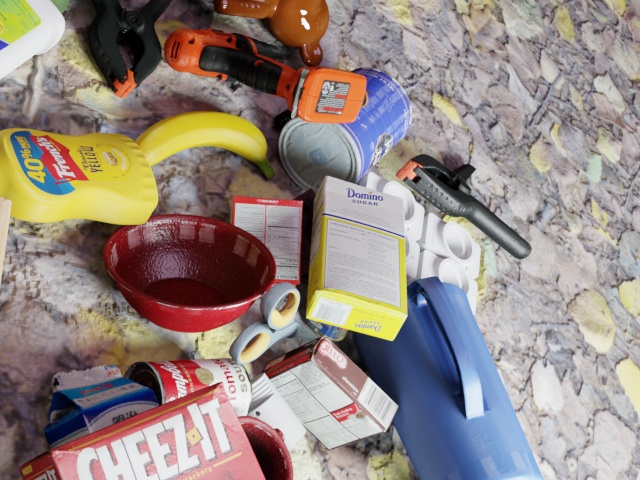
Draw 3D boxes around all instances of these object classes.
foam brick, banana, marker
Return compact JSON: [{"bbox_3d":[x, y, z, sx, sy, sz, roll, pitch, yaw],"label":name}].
[{"bbox_3d":[-0.019,-0.007,1.157,0.052,0.051,0.078,-36,94,-47],"label":"foam brick"},{"bbox_3d":[-0.123,-0.104,1.123,0.197,0.037,0.069,-1,68,-43],"label":"banana"},{"bbox_3d":[-0.018,-0.161,1.264,0.020,0.020,0.120,53,43,-7],"label":"marker"}]

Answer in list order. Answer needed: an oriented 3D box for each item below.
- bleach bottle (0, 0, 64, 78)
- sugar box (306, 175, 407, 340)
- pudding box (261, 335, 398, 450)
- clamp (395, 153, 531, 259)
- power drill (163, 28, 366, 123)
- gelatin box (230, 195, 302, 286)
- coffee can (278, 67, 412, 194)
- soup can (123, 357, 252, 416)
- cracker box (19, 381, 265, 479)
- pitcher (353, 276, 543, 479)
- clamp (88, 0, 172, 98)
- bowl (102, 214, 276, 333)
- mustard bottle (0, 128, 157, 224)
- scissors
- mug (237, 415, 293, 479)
[{"bbox_3d":[-0.338,-0.153,0.935,0.102,0.068,0.250,47,47,-13],"label":"bleach bottle"},{"bbox_3d":[0.037,0.015,1.080,0.093,0.048,0.176,16,38,-10],"label":"sugar box"},{"bbox_3d":[0.007,0.154,1.066,0.113,0.090,0.039,47,46,-15],"label":"pudding box"},{"bbox_3d":[0.164,-0.065,1.322,0.209,0.036,0.165,24,28,-39],"label":"clamp"},{"bbox_3d":[-0.048,-0.177,1.140,0.184,0.188,0.057,-10,118,-56],"label":"power drill"},{"bbox_3d":[-0.057,0.001,1.096,0.073,0.030,0.089,3,82,-9],"label":"gelatin box"},{"bbox_3d":[0.030,-0.126,1.229,0.103,0.103,0.140,53,43,-8],"label":"coffee can"},{"bbox_3d":[-0.121,0.142,0.971,0.102,0.069,0.068,3,67,-42],"label":"soup can"},{"bbox_3d":[-0.108,0.236,0.817,0.163,0.072,0.214,-18,80,-42],"label":"cracker box"},{"bbox_3d":[0.132,0.164,1.082,0.149,0.145,0.243,28,30,-45],"label":"pitcher"},{"bbox_3d":[-0.212,-0.231,1.111,0.120,0.039,0.171,18,54,-22],"label":"clamp"},{"bbox_3d":[-0.124,0.038,1.000,0.162,0.055,0.162,8,31,-5],"label":"bowl"},{"bbox_3d":[-0.247,-0.059,0.966,0.191,0.058,0.096,0,52,-42],"label":"mustard bottle"},{"bbox_3d":[-0.044,0.097,1.040,0.016,0.202,0.096,39,75,19],"label":"scissors"},{"bbox_3d":[-0.078,0.207,0.964,0.093,0.082,0.117,55,44,-5],"label":"mug"}]
